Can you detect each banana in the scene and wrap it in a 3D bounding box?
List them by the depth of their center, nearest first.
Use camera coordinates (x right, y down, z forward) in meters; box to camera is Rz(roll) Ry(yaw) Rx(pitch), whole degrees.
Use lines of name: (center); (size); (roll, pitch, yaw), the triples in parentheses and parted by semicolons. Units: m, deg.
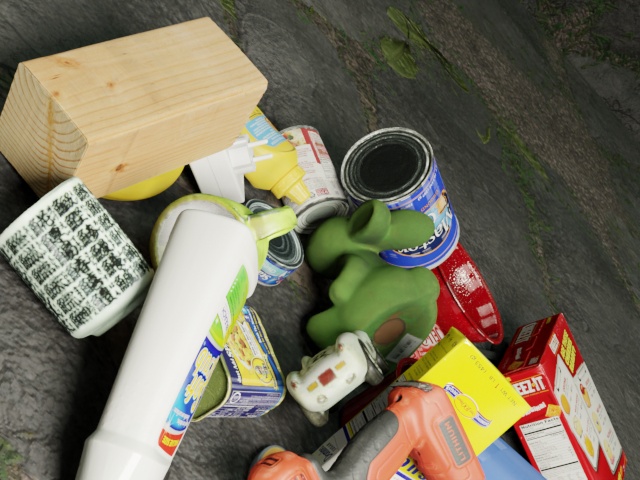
banana: (-0.165, -0.071, 0.973); (0.069, 0.037, 0.197); (56, 26, 5)

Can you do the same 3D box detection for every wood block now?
wood block: (-0.155, -0.110, 0.897); (0.090, 0.091, 0.205); (48, 42, 13)

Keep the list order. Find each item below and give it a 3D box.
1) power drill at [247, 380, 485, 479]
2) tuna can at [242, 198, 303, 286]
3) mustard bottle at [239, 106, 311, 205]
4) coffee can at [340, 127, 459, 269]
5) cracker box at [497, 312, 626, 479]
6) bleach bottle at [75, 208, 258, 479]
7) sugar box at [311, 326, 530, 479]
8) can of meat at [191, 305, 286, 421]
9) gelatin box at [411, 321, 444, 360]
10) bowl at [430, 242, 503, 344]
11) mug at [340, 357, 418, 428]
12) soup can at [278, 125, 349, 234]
power drill: (0.046, 0.212, 0.837); (0.187, 0.057, 0.184); (-34, 106, -35)
tuna can: (-0.057, 0.001, 1.065); (0.086, 0.034, 0.086); (39, 30, -27)
mustard bottle: (-0.080, -0.112, 1.119); (0.191, 0.058, 0.096); (47, 17, -1)
coffee can: (0.090, -0.042, 1.184); (0.140, 0.103, 0.103); (61, 11, -52)
cracker box: (0.289, 0.218, 1.277); (0.213, 0.072, 0.164); (64, 26, -7)
bleach bottle: (-0.113, 0.104, 0.752); (0.068, 0.102, 0.250); (15, 58, 7)
sugar box: (0.086, 0.168, 0.932); (0.093, 0.176, 0.048); (46, 2, -13)
can of meat: (-0.082, 0.097, 0.881); (0.083, 0.058, 0.102); (14, 46, -55)
gelatin box: (0.109, 0.108, 1.210); (0.089, 0.030, 0.073); (6, 52, -56)
bowl: (0.159, 0.065, 1.304); (0.162, 0.055, 0.162); (47, 24, -29)
mug: (0.078, 0.168, 1.027); (0.093, 0.082, 0.117); (54, 26, 1)
soup can: (-0.016, -0.067, 1.178); (0.068, 0.069, 0.102); (15, 45, -52)
